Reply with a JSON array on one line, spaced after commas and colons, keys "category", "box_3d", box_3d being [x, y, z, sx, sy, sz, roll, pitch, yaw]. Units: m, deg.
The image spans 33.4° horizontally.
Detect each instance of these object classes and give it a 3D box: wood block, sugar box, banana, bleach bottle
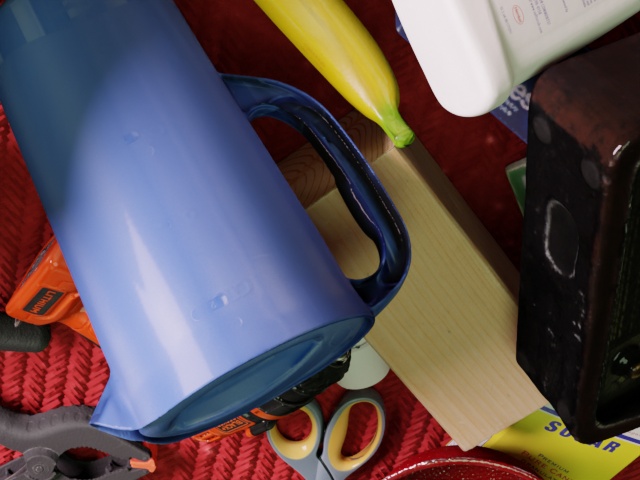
[{"category": "wood block", "box_3d": [0.065, 0.022, 0.676, 0.091, 0.090, 0.206, -34, 115, 15]}, {"category": "sugar box", "box_3d": [0.167, 0.141, 0.763, 0.093, 0.048, 0.176, 31, 121, -17]}, {"category": "banana", "box_3d": [-0.014, -0.134, 0.576, 0.037, 0.070, 0.197, -44, 109, 2]}, {"category": "bleach bottle", "box_3d": [0.160, -0.162, 0.553, 0.250, 0.068, 0.102, -28, 100, -14]}]

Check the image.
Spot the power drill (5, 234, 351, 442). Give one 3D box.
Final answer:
[{"category": "power drill", "box_3d": [-0.092, 0.056, 0.670, 0.187, 0.057, 0.185, 36, 142, -15]}]

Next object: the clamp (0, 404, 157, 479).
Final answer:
[{"category": "clamp", "box_3d": [-0.205, 0.145, 0.762, 0.171, 0.039, 0.120, -7, 124, -5]}]

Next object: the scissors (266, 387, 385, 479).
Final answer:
[{"category": "scissors", "box_3d": [-0.014, 0.187, 0.806, 0.096, 0.016, 0.202, 18, 117, -10]}]

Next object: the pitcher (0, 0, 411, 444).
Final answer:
[{"category": "pitcher", "box_3d": [-0.074, -0.029, 0.566, 0.145, 0.149, 0.243, -38, 72, 33]}]

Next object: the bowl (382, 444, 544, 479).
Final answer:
[{"category": "bowl", "box_3d": [0.100, 0.196, 0.742, 0.162, 0.055, 0.162, 3, 121, 6]}]
